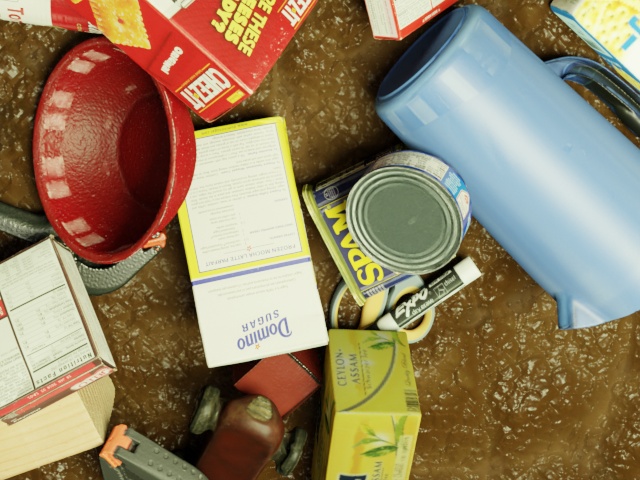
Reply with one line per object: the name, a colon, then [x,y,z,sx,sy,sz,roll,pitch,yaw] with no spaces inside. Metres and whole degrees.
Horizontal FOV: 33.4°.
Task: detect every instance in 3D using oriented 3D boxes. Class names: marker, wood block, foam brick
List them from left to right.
wood block: [-0.280,0.139,0.851,0.206,0.091,0.090,-20,111,3]
foam brick: [-0.036,0.100,0.864,0.053,0.078,0.051,-43,108,9]
marker: [0.076,0.055,0.870,0.121,0.020,0.020,-36,109,8]

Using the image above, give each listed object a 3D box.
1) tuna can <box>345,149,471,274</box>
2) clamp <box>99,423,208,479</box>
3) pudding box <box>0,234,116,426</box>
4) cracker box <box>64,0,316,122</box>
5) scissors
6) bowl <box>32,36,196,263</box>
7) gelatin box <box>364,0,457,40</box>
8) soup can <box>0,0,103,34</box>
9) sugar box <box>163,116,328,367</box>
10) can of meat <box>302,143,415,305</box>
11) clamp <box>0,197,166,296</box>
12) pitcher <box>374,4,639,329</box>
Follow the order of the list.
tuna can: [0.063,-0.021,0.759,0.086,0.033,0.086,11,123,18]
clamp: [-0.119,0.227,0.878,0.165,0.036,0.210,-16,126,36]
pudding box: [-0.211,0.065,0.779,0.090,0.039,0.113,-27,66,0]
cracker box: [-0.102,-0.209,0.703,0.213,0.072,0.164,41,59,-17]
scissors: [0.075,0.004,0.870,0.096,0.016,0.202,23,107,-14]
bowl: [-0.141,-0.065,0.778,0.055,0.162,0.162,-4,119,-49]
gelatin box: [0.060,-0.198,0.760,0.073,0.030,0.089,-39,126,-32]
soup can: [-0.183,-0.184,0.750,0.102,0.068,0.068,7,110,-7]
sugar box: [-0.055,0.001,0.805,0.093,0.048,0.176,-11,86,0]
can of meat: [0.046,-0.014,0.825,0.084,0.057,0.102,-26,102,8]
clamp: [-0.207,0.019,0.840,0.171,0.039,0.120,1,112,-5]
pitcher: [0.165,-0.066,0.802,0.242,0.149,0.145,42,117,-14]
